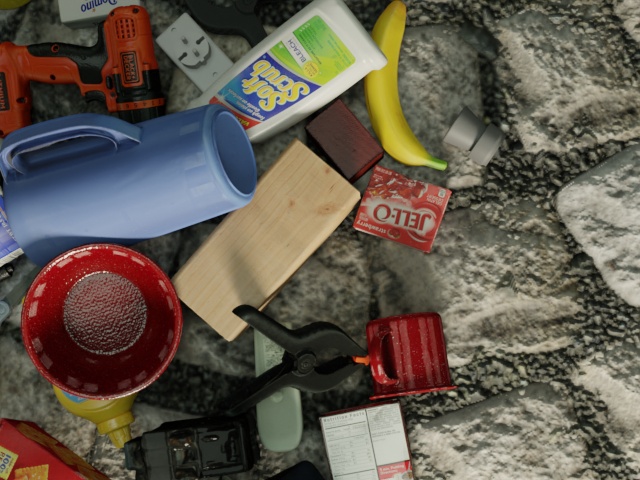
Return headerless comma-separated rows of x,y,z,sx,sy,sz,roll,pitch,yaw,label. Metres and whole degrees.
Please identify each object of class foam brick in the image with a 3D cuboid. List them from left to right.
0.026,-0.107,1.162,0.051,0.053,0.078,-39,84,0,foam brick

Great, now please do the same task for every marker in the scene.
-0.398,0.058,1.195,0.121,0.020,0.020,-28,85,2,marker

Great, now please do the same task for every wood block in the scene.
-0.058,0.001,1.141,0.090,0.091,0.206,41,90,5,wood block

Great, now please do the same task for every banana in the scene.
0.081,-0.164,1.173,0.069,0.037,0.198,-13,86,-14,banana

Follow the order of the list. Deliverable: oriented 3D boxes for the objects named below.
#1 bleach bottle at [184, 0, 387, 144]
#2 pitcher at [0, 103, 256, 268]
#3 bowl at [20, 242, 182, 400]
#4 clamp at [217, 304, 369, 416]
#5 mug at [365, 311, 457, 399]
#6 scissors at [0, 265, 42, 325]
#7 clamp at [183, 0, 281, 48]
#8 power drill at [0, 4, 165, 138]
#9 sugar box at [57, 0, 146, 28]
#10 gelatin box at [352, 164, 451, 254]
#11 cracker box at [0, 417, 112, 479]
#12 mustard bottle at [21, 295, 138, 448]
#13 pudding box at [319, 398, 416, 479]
-0.056,-0.152,1.143,0.251,0.068,0.102,-38,91,10,bleach bottle
-0.198,-0.064,1.093,0.243,0.149,0.145,-15,91,20,pitcher
-0.224,0.080,1.103,0.162,0.055,0.162,-1,96,-7,bowl
-0.027,0.114,1.115,0.171,0.039,0.120,-10,118,-28,clamp
0.085,0.120,1.116,0.093,0.117,0.081,-14,79,35,mug
-0.352,0.097,1.192,0.202,0.016,0.096,-29,86,1,scissors
-0.078,-0.252,1.187,0.210,0.036,0.164,19,89,3,clamp
-0.265,-0.158,1.176,0.187,0.057,0.184,-5,99,4,power drill
-0.254,-0.332,1.200,0.093,0.048,0.176,-8,89,3,sugar box
0.089,-0.034,1.164,0.089,0.030,0.073,20,88,5,gelatin box
-0.286,0.310,1.115,0.214,0.072,0.164,29,88,25,cracker box
-0.247,0.134,1.161,0.096,0.058,0.191,-22,85,-4,mustard bottle
0.052,0.233,1.145,0.090,0.039,0.113,-11,84,4,pudding box
